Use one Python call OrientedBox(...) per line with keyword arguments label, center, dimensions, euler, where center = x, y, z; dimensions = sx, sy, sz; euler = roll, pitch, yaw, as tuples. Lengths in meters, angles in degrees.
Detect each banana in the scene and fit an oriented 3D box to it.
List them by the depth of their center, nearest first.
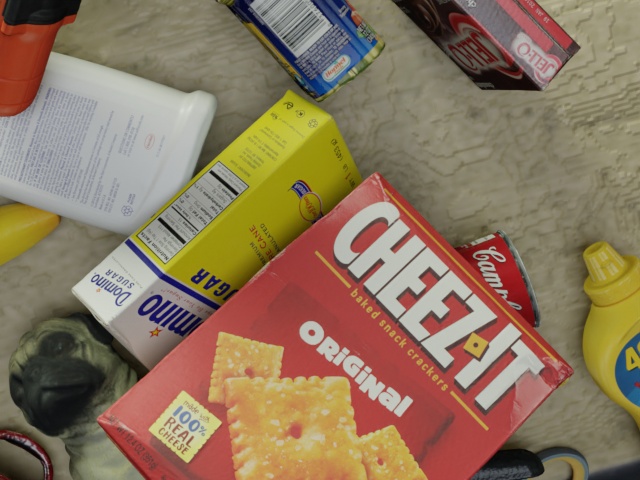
OrientedBox(label="banana", center=(-0.246, 0.044, 0.683), dimensions=(0.069, 0.037, 0.198), euler=(30, 100, -30))

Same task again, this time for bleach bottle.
OrientedBox(label="bleach bottle", center=(-0.196, -0.082, 0.646), dimensions=(0.250, 0.068, 0.102), euler=(20, 96, -6))

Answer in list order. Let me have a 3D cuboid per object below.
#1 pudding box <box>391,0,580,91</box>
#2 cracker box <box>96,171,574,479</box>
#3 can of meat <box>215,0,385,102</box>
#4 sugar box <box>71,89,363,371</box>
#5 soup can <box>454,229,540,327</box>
OrientedBox(label="pudding box", center=(0.094, -0.131, 0.634), dimensions=(0.090, 0.113, 0.039), euler=(43, 92, -12))
OrientedBox(label="cracker box", center=(0.009, 0.092, 0.605), dimensions=(0.213, 0.072, 0.164), euler=(-42, 80, -12))
OrientedBox(label="can of meat", center=(-0.013, -0.131, 0.632), dimensions=(0.057, 0.102, 0.084), euler=(-42, 104, 4))
OrientedBox(label="sugar box", center=(-0.054, 0.001, 0.641), dimensions=(0.176, 0.048, 0.093), euler=(-46, 146, -10))
OrientedBox(label="soup can", center=(0.082, 0.042, 0.694), dimensions=(0.102, 0.068, 0.068), euler=(-21, 103, 0))
